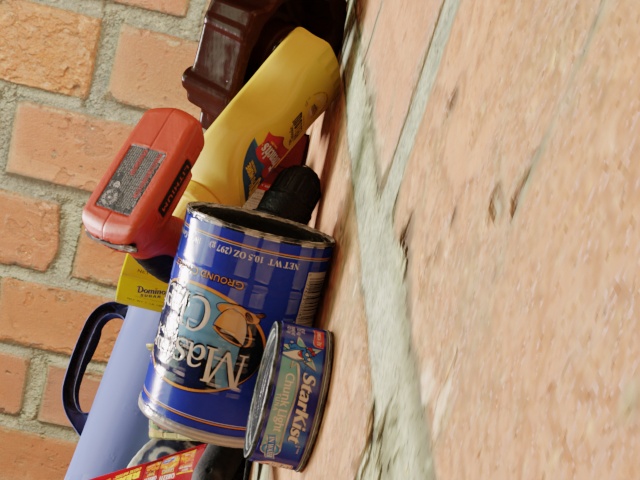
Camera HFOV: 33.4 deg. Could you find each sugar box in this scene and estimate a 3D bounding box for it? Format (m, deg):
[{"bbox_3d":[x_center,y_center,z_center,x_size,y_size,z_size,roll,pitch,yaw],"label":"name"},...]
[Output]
[{"bbox_3d":[-0.132,-0.006,1.025,0.048,0.093,0.176,112,169,-45],"label":"sugar box"}]

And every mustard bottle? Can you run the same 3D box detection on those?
[{"bbox_3d":[-0.059,-0.082,0.885,0.191,0.058,0.096,-51,-14,-20],"label":"mustard bottle"}]

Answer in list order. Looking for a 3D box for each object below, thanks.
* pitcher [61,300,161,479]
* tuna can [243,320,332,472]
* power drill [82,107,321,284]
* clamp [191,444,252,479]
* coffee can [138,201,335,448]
[{"bbox_3d":[-0.194,0.183,1.140,0.149,0.144,0.242,-4,58,51],"label":"pitcher"},{"bbox_3d":[-0.020,0.091,0.632,0.086,0.033,0.086,-167,91,-83],"label":"tuna can"},{"bbox_3d":[-0.078,-0.015,0.793,0.184,0.057,0.187,-62,-37,-18],"label":"power drill"},{"bbox_3d":[-0.066,0.163,0.834,0.210,0.036,0.165,-77,-6,-52],"label":"clamp"},{"bbox_3d":[-0.056,0.054,0.716,0.103,0.102,0.140,-116,41,-80],"label":"coffee can"}]
